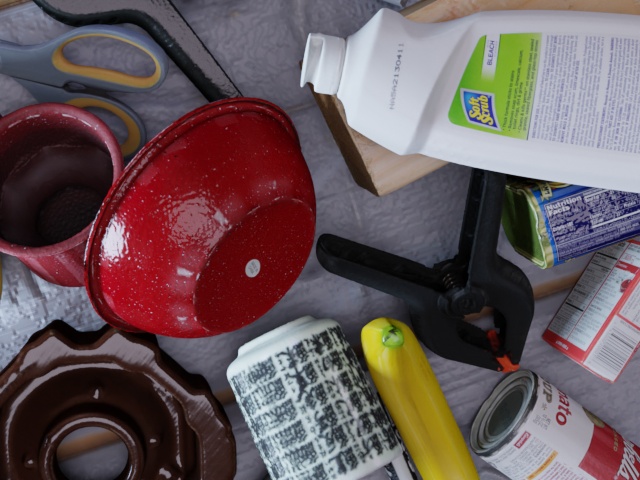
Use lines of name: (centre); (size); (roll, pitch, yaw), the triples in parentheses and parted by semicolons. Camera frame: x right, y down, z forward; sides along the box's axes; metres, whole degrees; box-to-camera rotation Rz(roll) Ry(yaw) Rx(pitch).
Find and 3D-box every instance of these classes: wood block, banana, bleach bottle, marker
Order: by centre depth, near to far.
bleach bottle: (0.116, -0.086, 0.579); (0.250, 0.068, 0.102); (9, 83, -4)
wood block: (0.101, -0.115, 0.652); (0.206, 0.091, 0.090); (-27, 101, -3)
banana: (0.064, 0.115, 0.677); (0.037, 0.069, 0.197); (-21, 122, 9)
marker: (0.049, 0.144, 0.703); (0.020, 0.020, 0.121); (-22, 86, -4)

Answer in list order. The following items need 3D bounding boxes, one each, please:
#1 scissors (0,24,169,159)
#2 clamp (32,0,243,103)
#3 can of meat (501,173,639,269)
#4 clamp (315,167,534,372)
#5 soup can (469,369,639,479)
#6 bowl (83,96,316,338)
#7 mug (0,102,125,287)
scissors: (-0.189, -0.095, 0.653); (0.202, 0.016, 0.096); (2, 122, 9)
clamp: (-0.109, -0.158, 0.647); (0.209, 0.036, 0.164); (7, 94, -11)
can of meat: (0.161, -0.025, 0.667); (0.084, 0.102, 0.057); (-19, 100, -2)
clamp: (0.074, 0.029, 0.663); (0.120, 0.039, 0.171); (-17, 129, 12)
soup can: (0.158, 0.140, 0.705); (0.102, 0.068, 0.068); (36, 92, -10)
bowl: (-0.054, 0.001, 0.615); (0.055, 0.162, 0.162); (38, 92, 30)
mug: (-0.159, -0.029, 0.629); (0.093, 0.081, 0.117); (-44, 72, -11)
